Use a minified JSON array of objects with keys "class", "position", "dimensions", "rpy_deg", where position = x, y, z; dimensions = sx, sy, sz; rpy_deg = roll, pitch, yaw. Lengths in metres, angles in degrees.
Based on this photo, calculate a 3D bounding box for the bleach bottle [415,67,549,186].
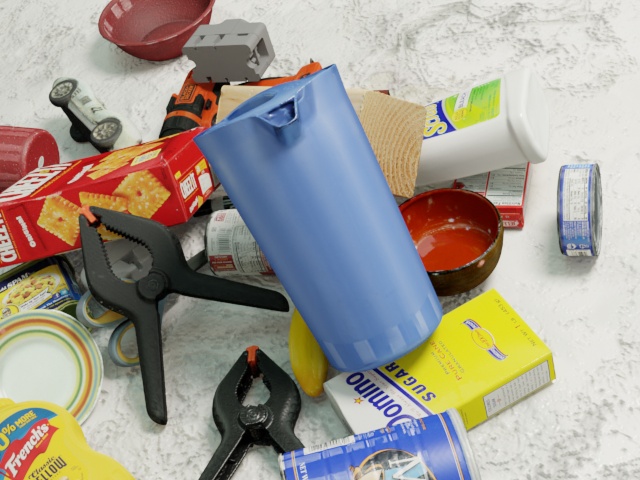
[{"class":"bleach bottle","position":[0.101,-0.092,1.075],"dimensions":[0.251,0.068,0.102],"rpy_deg":[-17,37,28]}]

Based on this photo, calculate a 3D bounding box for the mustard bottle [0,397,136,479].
[{"class":"mustard bottle","position":[-0.246,0.195,0.933],"dimensions":[0.096,0.058,0.192],"rpy_deg":[-44,53,-17]}]

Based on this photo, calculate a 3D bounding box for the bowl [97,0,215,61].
[{"class":"bowl","position":[-0.207,-0.284,1.401],"dimensions":[0.162,0.055,0.162],"rpy_deg":[-9,45,9]}]

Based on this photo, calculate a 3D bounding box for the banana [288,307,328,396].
[{"class":"banana","position":[0.009,0.059,1.000],"dimensions":[0.070,0.037,0.197],"rpy_deg":[-1,47,39]}]

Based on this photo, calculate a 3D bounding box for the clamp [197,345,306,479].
[{"class":"clamp","position":[-0.064,0.167,0.921],"dimensions":[0.120,0.039,0.171],"rpy_deg":[-10,41,-8]}]

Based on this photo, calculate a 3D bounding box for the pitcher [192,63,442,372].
[{"class":"pitcher","position":[0.004,-0.017,0.908],"dimensions":[0.145,0.243,0.149],"rpy_deg":[-19,13,38]}]

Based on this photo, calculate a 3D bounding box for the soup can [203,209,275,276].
[{"class":"soup can","position":[-0.057,0.001,1.063],"dimensions":[0.102,0.068,0.068],"rpy_deg":[-3,46,16]}]

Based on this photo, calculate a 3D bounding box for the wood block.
[{"class":"wood block","position":[-0.006,-0.100,1.055],"dimensions":[0.207,0.090,0.090],"rpy_deg":[10,92,46]}]

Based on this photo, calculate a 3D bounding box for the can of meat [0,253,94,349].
[{"class":"can of meat","position":[-0.287,0.070,1.079],"dimensions":[0.102,0.057,0.084],"rpy_deg":[-29,47,-10]}]

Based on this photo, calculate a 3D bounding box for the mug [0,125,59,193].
[{"class":"mug","position":[-0.354,-0.094,1.250],"dimensions":[0.082,0.093,0.117],"rpy_deg":[6,12,17]}]

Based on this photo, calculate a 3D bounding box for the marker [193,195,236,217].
[{"class":"marker","position":[-0.085,-0.042,1.149],"dimensions":[0.121,0.020,0.020],"rpy_deg":[-9,45,10]}]

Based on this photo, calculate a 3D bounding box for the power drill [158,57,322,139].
[{"class":"power drill","position":[-0.091,-0.141,1.220],"dimensions":[0.188,0.057,0.184],"rpy_deg":[-2,46,16]}]

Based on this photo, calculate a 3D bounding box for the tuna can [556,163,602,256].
[{"class":"tuna can","position":[0.239,-0.028,0.982],"dimensions":[0.034,0.086,0.086],"rpy_deg":[0,47,20]}]

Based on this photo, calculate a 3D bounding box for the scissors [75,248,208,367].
[{"class":"scissors","position":[-0.148,0.060,1.061],"dimensions":[0.201,0.096,0.016],"rpy_deg":[-18,2,-40]}]

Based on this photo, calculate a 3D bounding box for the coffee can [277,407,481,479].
[{"class":"coffee can","position":[0.048,0.194,0.808],"dimensions":[0.140,0.103,0.103],"rpy_deg":[-14,44,-1]}]

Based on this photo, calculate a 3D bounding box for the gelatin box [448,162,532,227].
[{"class":"gelatin box","position":[0.171,-0.052,1.067],"dimensions":[0.073,0.030,0.089],"rpy_deg":[1,46,18]}]

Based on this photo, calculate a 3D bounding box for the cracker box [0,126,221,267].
[{"class":"cracker box","position":[-0.222,-0.049,1.104],"dimensions":[0.214,0.072,0.164],"rpy_deg":[-12,16,14]}]

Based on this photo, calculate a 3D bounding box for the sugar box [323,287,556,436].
[{"class":"sugar box","position":[0.101,0.120,0.911],"dimensions":[0.176,0.048,0.093],"rpy_deg":[-27,45,-11]}]

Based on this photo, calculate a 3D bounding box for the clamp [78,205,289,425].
[{"class":"clamp","position":[-0.143,0.042,0.994],"dimensions":[0.164,0.036,0.210],"rpy_deg":[-35,81,-10]}]
